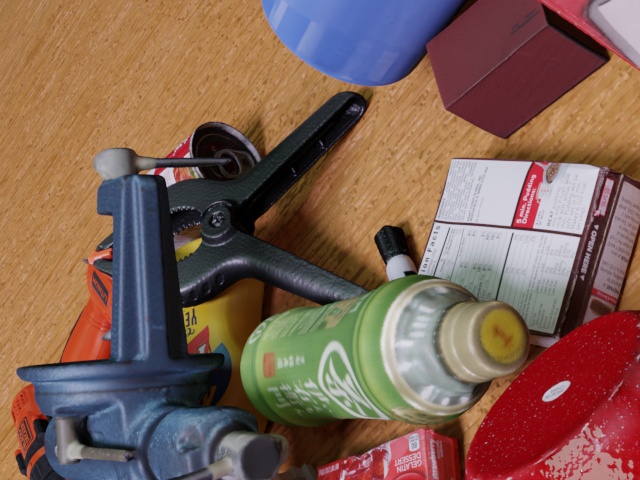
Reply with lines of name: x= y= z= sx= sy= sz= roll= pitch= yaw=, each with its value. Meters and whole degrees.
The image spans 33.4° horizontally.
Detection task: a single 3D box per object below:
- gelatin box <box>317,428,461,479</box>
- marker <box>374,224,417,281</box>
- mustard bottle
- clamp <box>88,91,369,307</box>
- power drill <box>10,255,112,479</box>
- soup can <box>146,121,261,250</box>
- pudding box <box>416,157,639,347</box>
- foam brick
gelatin box: x=0.036 y=0.147 z=0.566 sx=0.089 sy=0.030 sz=0.073 roll=-30 pitch=50 yaw=42
marker: x=0.053 y=0.037 z=0.610 sx=0.020 sy=0.020 sz=0.121 roll=-45 pitch=41 yaw=29
mustard bottle: x=-0.076 y=0.094 z=0.717 sx=0.096 sy=0.058 sz=0.191 roll=-28 pitch=51 yaw=29
clamp: x=-0.055 y=0.001 z=0.699 sx=0.210 sy=0.036 sz=0.164 roll=-20 pitch=55 yaw=14
power drill: x=-0.181 y=0.118 z=0.843 sx=0.188 sy=0.057 sz=0.185 roll=-61 pitch=36 yaw=11
soup can: x=-0.098 y=-0.035 z=0.804 sx=0.102 sy=0.068 sz=0.068 roll=-34 pitch=47 yaw=39
pudding box: x=0.103 y=0.005 z=0.546 sx=0.114 sy=0.039 sz=0.090 roll=8 pitch=80 yaw=56
foam brick: x=0.106 y=-0.103 z=0.585 sx=0.078 sy=0.051 sz=0.053 roll=-38 pitch=46 yaw=36
